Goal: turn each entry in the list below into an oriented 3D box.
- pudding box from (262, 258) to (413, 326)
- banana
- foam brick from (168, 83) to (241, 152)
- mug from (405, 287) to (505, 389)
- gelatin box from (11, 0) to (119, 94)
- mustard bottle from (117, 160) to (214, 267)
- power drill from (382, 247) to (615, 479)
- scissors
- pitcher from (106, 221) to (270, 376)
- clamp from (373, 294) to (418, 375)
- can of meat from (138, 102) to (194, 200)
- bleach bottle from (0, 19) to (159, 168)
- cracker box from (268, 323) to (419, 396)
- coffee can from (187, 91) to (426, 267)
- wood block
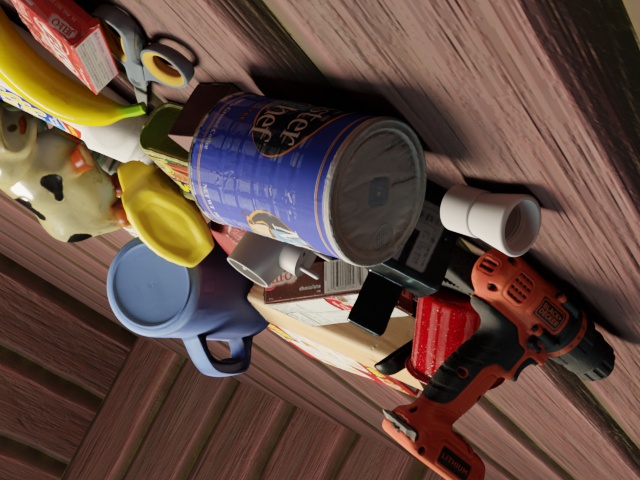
[{"bbox_3d":[0.017,0.048,0.978,0.114,0.039,0.089,-8,160,29],"label":"pudding box"},{"bbox_3d":[-0.240,-0.153,0.889,0.197,0.070,0.037,38,-159,-27],"label":"banana"},{"bbox_3d":[-0.071,-0.084,0.851,0.078,0.051,0.053,37,165,-35],"label":"foam brick"},{"bbox_3d":[0.130,0.078,0.982,0.093,0.081,0.117,8,-161,12],"label":"mug"},{"bbox_3d":[-0.195,-0.159,0.813,0.073,0.030,0.089,42,169,10],"label":"gelatin box"},{"bbox_3d":[-0.162,-0.045,1.079,0.096,0.058,0.192,42,-174,-24],"label":"mustard bottle"},{"bbox_3d":[0.154,0.120,0.904,0.184,0.187,0.057,39,175,-31],"label":"power drill"},{"bbox_3d":[-0.133,-0.130,0.870,0.096,0.016,0.201,29,167,14],"label":"scissors"},{"bbox_3d":[-0.137,0.062,1.200,0.149,0.145,0.242,35,-173,15],"label":"pitcher"},{"bbox_3d":[0.108,0.077,1.068,0.039,0.120,0.171,-17,162,42],"label":"clamp"},{"bbox_3d":[-0.100,-0.073,0.943,0.102,0.057,0.083,19,163,34],"label":"can of meat"},{"bbox_3d":[-0.245,-0.139,0.967,0.250,0.068,0.103,30,168,-23],"label":"bleach bottle"},{"bbox_3d":[0.023,0.119,1.417,0.214,0.072,0.164,15,162,45],"label":"cracker box"},{"bbox_3d":[-0.010,-0.047,0.760,0.141,0.102,0.102,16,164,40],"label":"coffee can"},{"bbox_3d":[0.036,0.078,1.185,0.206,0.090,0.090,22,165,21],"label":"wood block"}]
